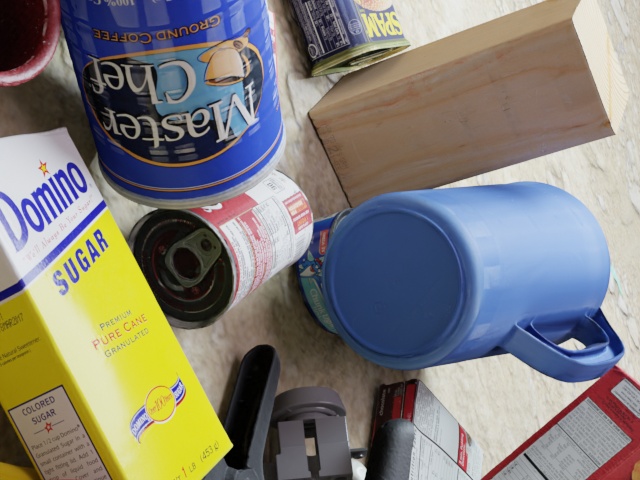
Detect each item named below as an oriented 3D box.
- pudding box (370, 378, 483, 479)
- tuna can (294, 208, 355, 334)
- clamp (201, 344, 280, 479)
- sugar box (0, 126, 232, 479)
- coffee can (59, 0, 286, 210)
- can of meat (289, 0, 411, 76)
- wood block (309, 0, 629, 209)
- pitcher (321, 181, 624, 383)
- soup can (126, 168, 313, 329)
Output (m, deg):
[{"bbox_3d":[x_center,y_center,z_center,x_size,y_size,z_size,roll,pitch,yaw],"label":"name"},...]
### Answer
[{"bbox_3d":[0.078,0.168,0.779,0.113,0.039,0.090,47,40,-36],"label":"pudding box"},{"bbox_3d":[0.018,0.022,0.749,0.086,0.034,0.086,33,49,-49],"label":"tuna can"},{"bbox_3d":[-0.049,0.130,0.583,0.120,0.039,0.171,-1,81,-55],"label":"clamp"},{"bbox_3d":[-0.110,0.039,0.478,0.176,0.048,0.093,65,21,-4],"label":"sugar box"},{"bbox_3d":[-0.075,-0.100,0.531,0.140,0.103,0.102,84,16,-44],"label":"coffee can"},{"bbox_3d":[0.019,-0.178,0.827,0.101,0.058,0.084,-25,95,-61],"label":"can of meat"},{"bbox_3d":[0.110,-0.102,0.791,0.090,0.206,0.090,64,31,-17],"label":"wood block"},{"bbox_3d":[0.111,0.029,0.731,0.242,0.149,0.145,-3,90,-60],"label":"pitcher"},{"bbox_3d":[-0.054,0.001,0.604,0.102,0.069,0.068,-35,107,-59],"label":"soup can"}]
